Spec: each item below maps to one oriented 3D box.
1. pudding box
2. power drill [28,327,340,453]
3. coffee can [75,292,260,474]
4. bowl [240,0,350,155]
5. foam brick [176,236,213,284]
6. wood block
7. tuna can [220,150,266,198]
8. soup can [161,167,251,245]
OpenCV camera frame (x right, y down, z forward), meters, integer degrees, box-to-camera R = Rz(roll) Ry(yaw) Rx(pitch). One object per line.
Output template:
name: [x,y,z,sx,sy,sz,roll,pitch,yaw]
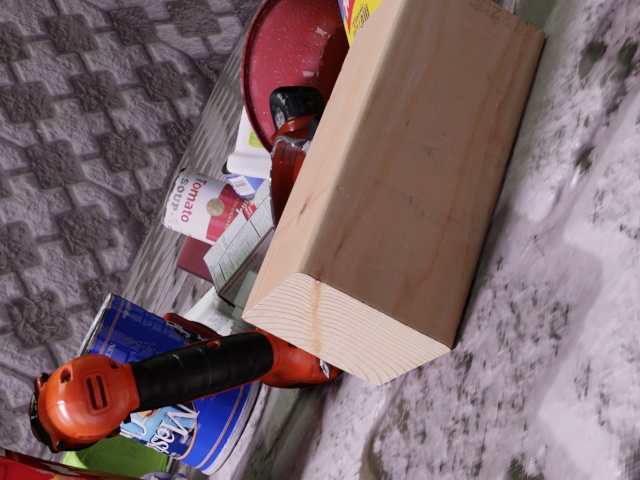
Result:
pudding box: [-0.056,0.001,0.988,0.113,0.039,0.090,-52,25,9]
power drill: [-0.094,0.092,0.694,0.185,0.187,0.057,-31,75,66]
coffee can: [-0.133,0.119,0.886,0.103,0.140,0.103,-59,12,20]
bowl: [0.012,-0.135,0.873,0.055,0.162,0.162,10,71,45]
foam brick: [-0.114,0.019,1.178,0.051,0.078,0.053,-64,11,4]
wood block: [0.043,-0.038,0.593,0.091,0.090,0.206,-40,26,61]
tuna can: [-0.056,-0.080,1.074,0.086,0.033,0.086,-30,22,14]
soup can: [-0.107,-0.029,1.116,0.068,0.102,0.068,22,-91,-86]
